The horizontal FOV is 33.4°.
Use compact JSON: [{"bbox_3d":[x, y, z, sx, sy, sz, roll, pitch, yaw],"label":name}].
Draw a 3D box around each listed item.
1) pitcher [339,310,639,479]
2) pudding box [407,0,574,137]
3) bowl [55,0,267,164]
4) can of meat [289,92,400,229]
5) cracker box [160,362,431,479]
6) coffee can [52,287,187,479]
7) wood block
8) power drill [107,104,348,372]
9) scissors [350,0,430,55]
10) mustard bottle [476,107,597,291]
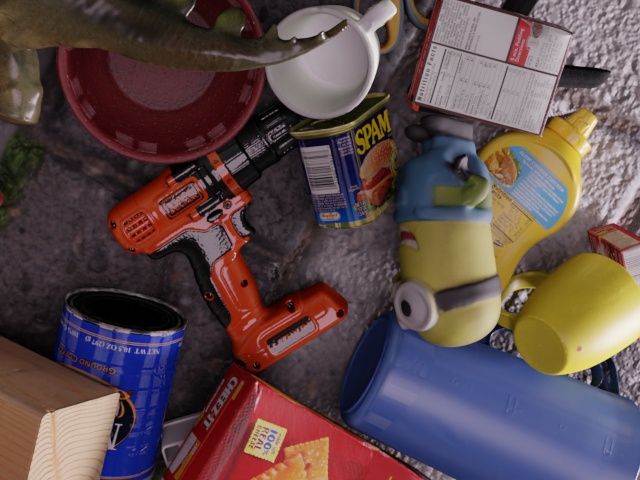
[{"bbox_3d":[0.148,0.144,0.929,0.242,0.149,0.145,25,115,-10],"label":"pitcher"},{"bbox_3d":[0.135,-0.140,0.853,0.113,0.039,0.090,15,105,-3],"label":"pudding box"},{"bbox_3d":[-0.124,-0.144,0.845,0.162,0.055,0.162,-2,104,-8],"label":"bowl"},{"bbox_3d":[0.025,-0.065,0.864,0.058,0.102,0.084,-3,111,28],"label":"can of meat"},{"bbox_3d":[-0.022,0.225,0.882,0.213,0.072,0.164,34,85,-22],"label":"cracker box"},{"bbox_3d":[-0.174,0.121,0.882,0.102,0.103,0.140,12,102,-11],"label":"coffee can"},{"bbox_3d":[-0.271,0.127,0.823,0.206,0.090,0.091,21,102,25],"label":"wood block"},{"bbox_3d":[-0.056,0.001,0.893,0.184,0.057,0.187,-32,104,5],"label":"power drill"},{"bbox_3d":[0.067,-0.251,0.865,0.096,0.016,0.202,0,105,-10],"label":"scissors"},{"bbox_3d":[0.164,-0.037,0.910,0.096,0.058,0.192,42,95,-1],"label":"mustard bottle"}]
